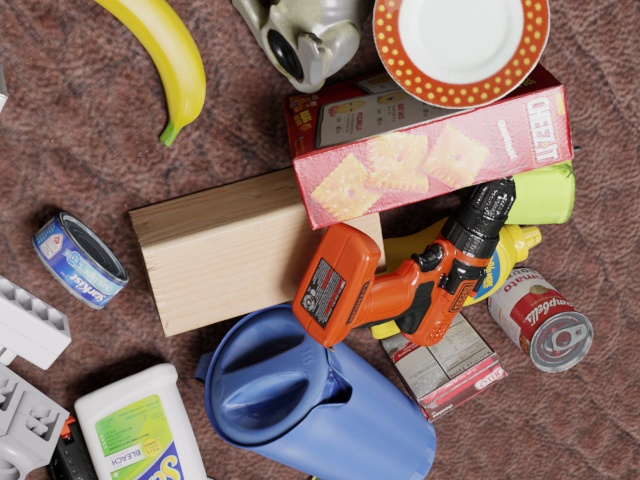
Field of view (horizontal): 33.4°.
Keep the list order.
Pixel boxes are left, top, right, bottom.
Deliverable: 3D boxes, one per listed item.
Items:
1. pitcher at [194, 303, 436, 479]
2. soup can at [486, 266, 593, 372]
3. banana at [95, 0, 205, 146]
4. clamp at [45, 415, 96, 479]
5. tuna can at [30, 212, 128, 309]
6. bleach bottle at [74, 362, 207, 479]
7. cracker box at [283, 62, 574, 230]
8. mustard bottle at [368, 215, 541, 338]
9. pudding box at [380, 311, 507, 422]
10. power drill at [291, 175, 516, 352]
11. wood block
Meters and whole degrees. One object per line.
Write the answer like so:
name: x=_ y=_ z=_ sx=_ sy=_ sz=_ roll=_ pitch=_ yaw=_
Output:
pitcher: x=0.003 y=0.164 z=1.019 sx=0.145 sy=0.149 sz=0.242 roll=-38 pitch=138 yaw=11
soup can: x=0.220 y=0.078 z=1.078 sx=0.068 sy=0.102 sz=0.068 roll=-8 pitch=117 yaw=-15
banana: x=-0.145 y=-0.167 z=0.871 sx=0.069 sy=0.037 sz=0.197 roll=-32 pitch=121 yaw=-4
clamp: x=-0.226 y=0.253 z=1.009 sx=0.039 sy=0.120 sz=0.171 roll=-24 pitch=121 yaw=-36
tuna can: x=-0.205 y=0.016 z=0.913 sx=0.034 sy=0.086 sz=0.086 roll=-43 pitch=121 yaw=3
bleach bottle: x=-0.137 y=0.246 z=0.978 sx=0.102 sy=0.068 sz=0.251 roll=-23 pitch=80 yaw=-4
cracker box: x=0.081 y=-0.092 z=0.886 sx=0.213 sy=0.164 sz=0.072 roll=-15 pitch=114 yaw=2
mustard bottle: x=0.127 y=0.024 z=1.046 sx=0.191 sy=0.058 sz=0.096 roll=-19 pitch=121 yaw=-9
pudding box: x=0.119 y=0.117 z=1.057 sx=0.090 sy=0.113 sz=0.039 roll=-30 pitch=123 yaw=-2
power drill: x=0.077 y=0.020 z=0.915 sx=0.187 sy=0.057 sz=0.185 roll=-2 pitch=125 yaw=-43
wood block: x=-0.056 y=0.002 z=0.954 sx=0.206 sy=0.090 sz=0.091 roll=-16 pitch=118 yaw=-11
